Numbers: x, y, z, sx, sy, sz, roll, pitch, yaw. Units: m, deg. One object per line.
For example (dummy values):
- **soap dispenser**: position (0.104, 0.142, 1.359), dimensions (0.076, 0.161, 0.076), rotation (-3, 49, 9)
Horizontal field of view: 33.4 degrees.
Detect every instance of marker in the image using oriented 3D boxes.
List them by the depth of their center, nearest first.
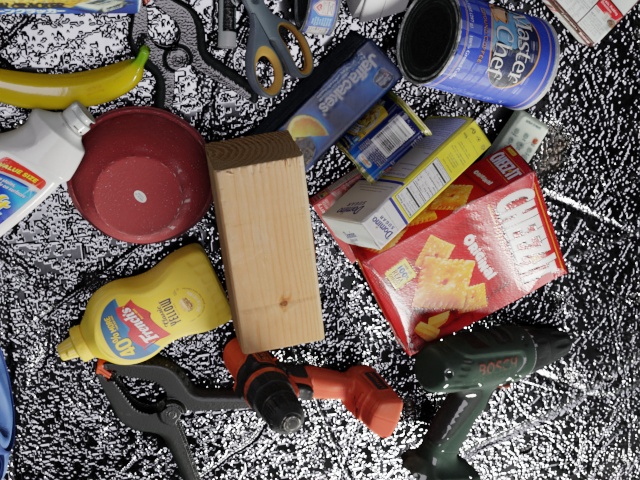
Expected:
- **marker**: position (-0.095, -0.259, 1.094), dimensions (0.020, 0.020, 0.121), rotation (1, 92, -13)

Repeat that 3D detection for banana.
- **banana**: position (-0.264, -0.162, 1.084), dimensions (0.198, 0.037, 0.069), rotation (-8, 135, 0)

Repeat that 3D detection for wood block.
- **wood block**: position (-0.057, 0.002, 1.106), dimensions (0.090, 0.090, 0.206), rotation (-10, 115, -9)

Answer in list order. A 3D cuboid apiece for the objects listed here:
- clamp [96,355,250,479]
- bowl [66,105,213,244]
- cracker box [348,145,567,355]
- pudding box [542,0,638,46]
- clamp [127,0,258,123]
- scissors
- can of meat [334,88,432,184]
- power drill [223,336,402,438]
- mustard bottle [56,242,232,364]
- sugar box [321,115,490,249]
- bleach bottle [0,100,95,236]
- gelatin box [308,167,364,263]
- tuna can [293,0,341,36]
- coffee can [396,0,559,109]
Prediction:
- **clamp**: position (-0.161, 0.187, 1.232), dimensions (0.210, 0.036, 0.164), rotation (42, 99, -19)
- **bowl**: position (-0.190, -0.057, 1.120), dimensions (0.162, 0.055, 0.162), rotation (-2, 117, -4)
- **cracker box**: position (0.157, 0.016, 1.208), dimensions (0.213, 0.072, 0.164), rotation (-28, 128, 0)
- **pudding box**: position (0.308, -0.286, 1.184), dimensions (0.090, 0.039, 0.113), rotation (41, 93, -21)
- **clamp**: position (-0.155, -0.183, 1.112), dimensions (0.120, 0.039, 0.171), rotation (-37, 113, -3)
- **scissors**: position (-0.076, -0.228, 1.090), dimensions (0.201, 0.016, 0.096), rotation (46, 63, -36)
- **can of meat**: position (0.062, -0.115, 1.151), dimensions (0.084, 0.102, 0.057), rotation (-42, 112, 5)
- **power drill**: position (-0.004, 0.172, 1.197), dimensions (0.187, 0.185, 0.057), rotation (17, 104, -28)
- **mustard bottle**: position (-0.200, 0.083, 1.179), dimensions (0.191, 0.058, 0.096), rotation (-25, 117, -4)
- **sugar box**: position (0.092, -0.064, 1.153), dimensions (0.176, 0.093, 0.048), rotation (-45, 113, -15)
- **bleach bottle**: position (-0.339, -0.059, 1.084), dimensions (0.251, 0.068, 0.102), rotation (-38, 115, 6)
- **gelatin box**: position (0.041, -0.029, 1.212), dimensions (0.073, 0.030, 0.089), rotation (-34, 112, 0)
- **tuna can**: position (-0.003, -0.255, 1.097), dimensions (0.033, 0.086, 0.086), rotation (4, 107, -13)
- **coffee can**: position (0.166, -0.201, 1.126), dimensions (0.140, 0.103, 0.103), rotation (8, 107, -33)
